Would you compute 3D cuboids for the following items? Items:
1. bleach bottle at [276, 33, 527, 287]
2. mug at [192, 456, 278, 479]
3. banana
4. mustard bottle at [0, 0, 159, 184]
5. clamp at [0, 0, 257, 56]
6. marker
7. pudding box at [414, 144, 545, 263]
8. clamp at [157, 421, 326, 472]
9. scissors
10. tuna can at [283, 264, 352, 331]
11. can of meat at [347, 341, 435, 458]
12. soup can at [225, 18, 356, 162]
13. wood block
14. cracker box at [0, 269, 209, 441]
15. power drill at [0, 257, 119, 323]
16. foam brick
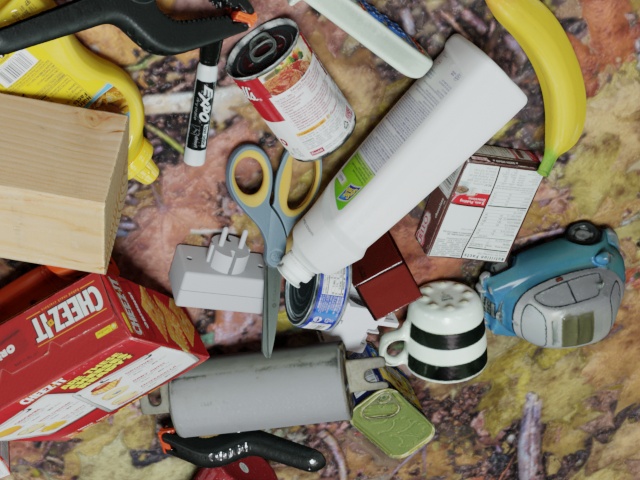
[{"bbox_3d":[0.058,-0.059,0.914,0.251,0.102,0.068,-45,114,10],"label":"bleach bottle"},{"bbox_3d":[-0.090,0.268,1.128,0.117,0.093,0.082,2,124,-58],"label":"mug"},{"bbox_3d":[0.197,-0.150,0.936,0.069,0.037,0.197,-45,127,-28],"label":"banana"},{"bbox_3d":[-0.195,-0.107,0.836,0.096,0.058,0.191,-37,127,11],"label":"mustard bottle"},{"bbox_3d":[-0.139,-0.203,0.783,0.209,0.036,0.164,5,97,-35],"label":"clamp"},{"bbox_3d":[-0.097,-0.118,0.885,0.020,0.020,0.121,1,124,-19],"label":"marker"},{"bbox_3d":[0.151,-0.034,1.015,0.089,0.039,0.114,5,124,-23],"label":"pudding box"},{"bbox_3d":[-0.074,0.184,1.074,0.171,0.120,0.039,0,119,8],"label":"clamp"},{"bbox_3d":[-0.056,0.001,0.944,0.096,0.016,0.202,16,97,-23],"label":"scissors"},{"bbox_3d":[-0.004,0.040,0.987,0.033,0.086,0.086,9,121,-22],"label":"tuna can"},{"bbox_3d":[0.062,0.161,1.095,0.057,0.084,0.102,-38,127,10],"label":"can of meat"},{"bbox_3d":[-0.022,-0.122,0.877,0.068,0.068,0.102,-33,128,7],"label":"soup can"},{"bbox_3d":[-0.253,-0.050,0.790,0.206,0.090,0.090,9,142,-4],"label":"wood block"},{"bbox_3d":[-0.205,0.103,0.909,0.164,0.072,0.213,-30,165,4],"label":"cracker box"},{"bbox_3d":[-0.270,0.051,0.876,0.187,0.057,0.184,-33,171,4],"label":"power drill"},{"bbox_3d":[0.053,0.025,1.000,0.053,0.078,0.051,-28,129,5],"label":"foam brick"}]
